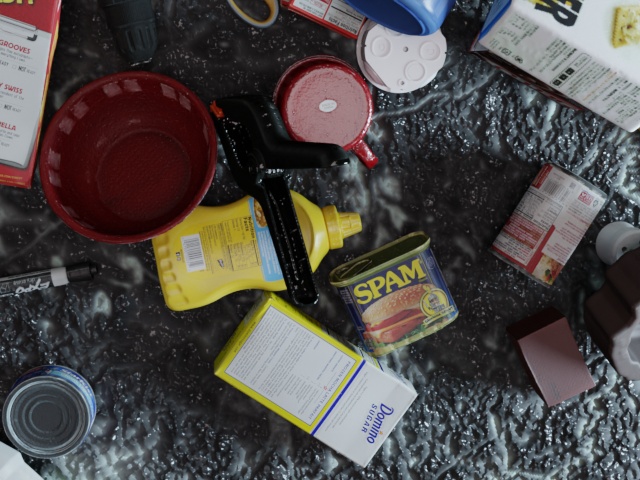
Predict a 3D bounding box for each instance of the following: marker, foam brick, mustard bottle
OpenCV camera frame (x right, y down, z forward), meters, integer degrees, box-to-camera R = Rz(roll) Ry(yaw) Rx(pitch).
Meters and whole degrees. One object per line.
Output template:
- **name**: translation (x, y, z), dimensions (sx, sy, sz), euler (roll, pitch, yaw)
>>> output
- **marker**: translation (-0.270, 0.038, 1.007), dimensions (0.121, 0.020, 0.020), euler (-11, 101, -2)
- **foam brick**: translation (0.222, 0.112, 1.035), dimensions (0.053, 0.051, 0.078), euler (-25, 101, 2)
- **mustard bottle**: translation (-0.057, 0.001, 0.992), dimensions (0.191, 0.058, 0.096), euler (-12, 85, -2)

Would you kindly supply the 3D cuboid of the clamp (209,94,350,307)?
- **clamp**: translation (-0.043, -0.053, 0.930), dimensions (0.036, 0.210, 0.165), euler (-11, 128, -28)

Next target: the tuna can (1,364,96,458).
- **tuna can**: translation (-0.260, 0.164, 1.023), dimensions (0.086, 0.034, 0.086), euler (-1, 100, -4)

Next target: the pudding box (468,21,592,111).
- **pudding box**: translation (0.197, -0.158, 0.964), dimensions (0.113, 0.090, 0.039), euler (30, 95, -8)

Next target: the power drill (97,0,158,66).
- **power drill**: translation (-0.114, -0.258, 0.927), dimensions (0.188, 0.057, 0.184), euler (-11, 103, 7)

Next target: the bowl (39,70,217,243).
- **bowl**: translation (-0.166, -0.068, 0.957), dimensions (0.162, 0.055, 0.162), euler (-2, 74, 7)

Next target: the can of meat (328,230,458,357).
- **can of meat**: translation (0.071, 0.051, 1.012), dimensions (0.102, 0.057, 0.084), euler (-24, 104, 2)

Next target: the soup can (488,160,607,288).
- **soup can**: translation (0.213, -0.016, 1.003), dimensions (0.068, 0.068, 0.102), euler (31, 97, -9)

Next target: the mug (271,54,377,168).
- **mug**: translation (0.011, -0.111, 0.965), dimensions (0.093, 0.081, 0.117), euler (-38, 100, 3)

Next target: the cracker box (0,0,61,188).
- **cracker box**: translation (-0.313, -0.164, 0.912), dimensions (0.164, 0.072, 0.214), euler (9, 112, -13)

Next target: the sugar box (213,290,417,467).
- **sugar box**: translation (-0.005, 0.132, 1.028), dimensions (0.176, 0.048, 0.093), euler (34, 96, -13)

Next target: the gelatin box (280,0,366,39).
- **gelatin box**: translation (0.015, -0.236, 0.961), dimensions (0.073, 0.030, 0.089), euler (21, 99, -24)
